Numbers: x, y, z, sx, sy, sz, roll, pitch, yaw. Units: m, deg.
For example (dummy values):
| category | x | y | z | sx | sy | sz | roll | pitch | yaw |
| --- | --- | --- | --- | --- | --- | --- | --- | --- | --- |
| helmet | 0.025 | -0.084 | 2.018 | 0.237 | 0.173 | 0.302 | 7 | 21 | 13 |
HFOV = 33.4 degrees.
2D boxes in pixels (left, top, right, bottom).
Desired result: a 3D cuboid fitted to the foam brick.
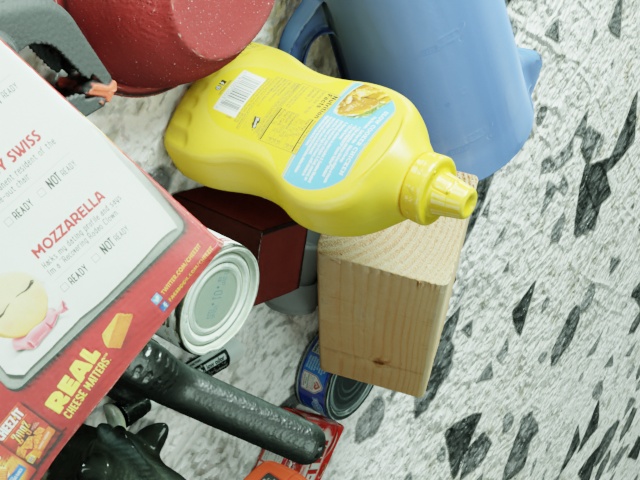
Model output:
| category | x | y | z | sx | sy | sz | roll | pitch | yaw |
| --- | --- | --- | --- | --- | --- | --- | --- | --- | --- |
| foam brick | -0.054 | 0.001 | 0.686 | 0.051 | 0.078 | 0.053 | -19 | 123 | -51 |

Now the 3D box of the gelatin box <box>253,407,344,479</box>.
| category | x | y | z | sx | sy | sz | roll | pitch | yaw |
| --- | --- | --- | --- | --- | --- | --- | --- | --- | --- |
| gelatin box | -0.022 | 0.190 | 0.911 | 0.073 | 0.030 | 0.089 | 29 | 86 | -59 |

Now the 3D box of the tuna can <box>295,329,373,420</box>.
| category | x | y | z | sx | sy | sz | roll | pitch | yaw |
| --- | --- | --- | --- | --- | --- | --- | --- | --- | --- |
| tuna can | 0.018 | 0.110 | 0.915 | 0.086 | 0.034 | 0.086 | -36 | 138 | -41 |

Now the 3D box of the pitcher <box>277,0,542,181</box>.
| category | x | y | z | sx | sy | sz | roll | pitch | yaw |
| --- | --- | --- | --- | --- | --- | --- | --- | --- | --- |
| pitcher | 0.052 | -0.151 | 0.716 | 0.149 | 0.145 | 0.242 | -64 | 148 | -29 |

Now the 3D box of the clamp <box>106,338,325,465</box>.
| category | x | y | z | sx | sy | sz | roll | pitch | yaw |
| --- | --- | --- | --- | --- | --- | --- | --- | --- | --- |
| clamp | -0.096 | 0.072 | 0.579 | 0.209 | 0.165 | 0.036 | 49 | 58 | -59 |

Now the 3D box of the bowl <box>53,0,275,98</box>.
| category | x | y | z | sx | sy | sz | roll | pitch | yaw |
| --- | --- | --- | --- | --- | --- | --- | --- | --- | --- |
| bowl | -0.070 | -0.149 | 0.582 | 0.161 | 0.055 | 0.162 | -36 | 138 | -42 |

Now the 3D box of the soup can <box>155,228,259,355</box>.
| category | x | y | z | sx | sy | sz | roll | pitch | yaw |
| --- | --- | --- | --- | --- | --- | --- | --- | --- | --- |
| soup can | -0.094 | 0.016 | 0.609 | 0.068 | 0.102 | 0.068 | -36 | 138 | -41 |

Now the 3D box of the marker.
| category | x | y | z | sx | sy | sz | roll | pitch | yaw |
| --- | --- | --- | --- | --- | --- | --- | --- | --- | --- |
| marker | -0.099 | 0.098 | 0.739 | 0.120 | 0.020 | 0.020 | -28 | 132 | -47 |

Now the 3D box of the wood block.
| category | x | y | z | sx | sy | sz | roll | pitch | yaw |
| --- | --- | --- | --- | --- | --- | --- | --- | --- | --- |
| wood block | 0.051 | 0.031 | 0.789 | 0.206 | 0.091 | 0.090 | 90 | 17 | -62 |

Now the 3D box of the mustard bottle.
| category | x | y | z | sx | sy | sz | roll | pitch | yaw |
| --- | --- | --- | --- | --- | --- | --- | --- | --- | --- |
| mustard bottle | 0.006 | -0.053 | 0.629 | 0.096 | 0.192 | 0.058 | -53 | 147 | -22 |

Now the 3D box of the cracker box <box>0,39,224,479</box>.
| category | x | y | z | sx | sy | sz | roll | pitch | yaw |
| --- | --- | --- | --- | --- | --- | --- | --- | --- | --- |
| cracker box | -0.169 | -0.006 | 0.409 | 0.213 | 0.072 | 0.164 | 44 | 74 | -24 |

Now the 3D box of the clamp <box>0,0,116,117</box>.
| category | x | y | z | sx | sy | sz | roll | pitch | yaw |
| --- | --- | --- | --- | --- | --- | --- | --- | --- | --- |
| clamp | -0.168 | -0.075 | 0.495 | 0.171 | 0.039 | 0.120 | 21 | 94 | -55 |
